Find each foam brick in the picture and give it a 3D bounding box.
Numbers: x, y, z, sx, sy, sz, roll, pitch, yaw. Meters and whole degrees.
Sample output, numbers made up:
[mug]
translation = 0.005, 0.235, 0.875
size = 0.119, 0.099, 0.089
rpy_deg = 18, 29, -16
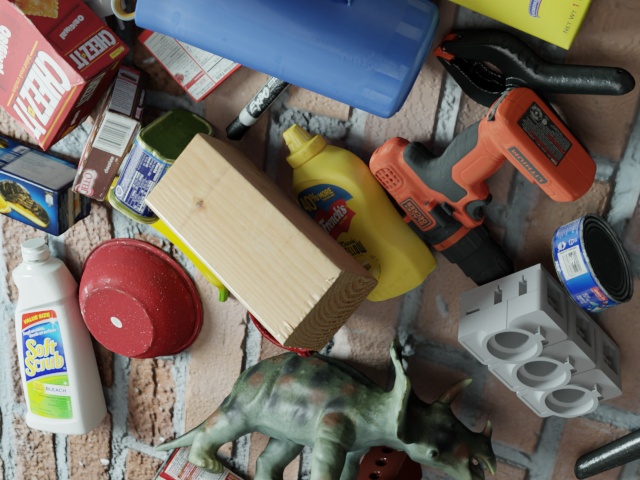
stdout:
[foam brick]
translation = 0.074, 0.265, 1.186
size = 0.053, 0.078, 0.051
rpy_deg = -2, 119, 26

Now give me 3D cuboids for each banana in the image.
[banana]
translation = -0.164, -0.011, 1.157
size = 0.198, 0.037, 0.070
rpy_deg = 44, 127, -4

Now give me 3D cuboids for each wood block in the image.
[wood block]
translation = -0.057, 0.001, 1.011
size = 0.206, 0.090, 0.091
rpy_deg = 44, 100, 24

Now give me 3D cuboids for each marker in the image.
[marker]
translation = -0.056, -0.137, 1.044
size = 0.020, 0.020, 0.121
rpy_deg = 44, 127, -4

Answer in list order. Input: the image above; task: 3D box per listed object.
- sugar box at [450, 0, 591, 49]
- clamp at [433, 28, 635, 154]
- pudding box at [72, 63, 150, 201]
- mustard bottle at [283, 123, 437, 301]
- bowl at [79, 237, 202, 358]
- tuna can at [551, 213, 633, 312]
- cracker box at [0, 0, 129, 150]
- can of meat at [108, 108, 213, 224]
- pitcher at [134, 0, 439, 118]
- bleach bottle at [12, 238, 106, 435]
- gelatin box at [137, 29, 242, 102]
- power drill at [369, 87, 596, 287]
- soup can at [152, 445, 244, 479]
[sugar box]
translation = 0.143, -0.235, 0.878
size = 0.176, 0.048, 0.093
rpy_deg = 23, 127, 9
[clamp]
translation = 0.181, -0.137, 0.910
size = 0.171, 0.039, 0.120
rpy_deg = 33, 141, 2
[pudding box]
translation = -0.213, -0.110, 1.086
size = 0.039, 0.090, 0.114
rpy_deg = 22, 128, -19
[mustard bottle]
translation = 0.027, -0.032, 1.041
size = 0.191, 0.058, 0.096
rpy_deg = 54, 147, -10
[bowl]
translation = -0.219, 0.080, 1.225
size = 0.162, 0.055, 0.162
rpy_deg = 12, 123, 19
[tuna can]
translation = 0.244, 0.021, 0.958
size = 0.034, 0.086, 0.086
rpy_deg = -26, 105, 36
[cracker box]
translation = -0.307, -0.211, 1.052
size = 0.213, 0.072, 0.164
rpy_deg = 47, 147, -4
[can of meat]
translation = -0.159, -0.078, 1.077
size = 0.057, 0.102, 0.084
rpy_deg = 34, 125, 3
[pitcher]
translation = -0.024, -0.202, 0.903
size = 0.243, 0.149, 0.145
rpy_deg = 23, 112, -3
[bleach bottle]
translation = -0.329, 0.114, 1.294
size = 0.103, 0.068, 0.251
rpy_deg = 5, 118, 22
[gelatin box]
translation = -0.121, -0.188, 1.034
size = 0.089, 0.030, 0.073
rpy_deg = 47, 129, -11
[power drill]
translation = 0.153, -0.041, 0.955
size = 0.184, 0.057, 0.188
rpy_deg = 46, 142, -10
[soup can]
translation = -0.147, 0.299, 1.314
size = 0.102, 0.068, 0.069
rpy_deg = 33, 127, 3
